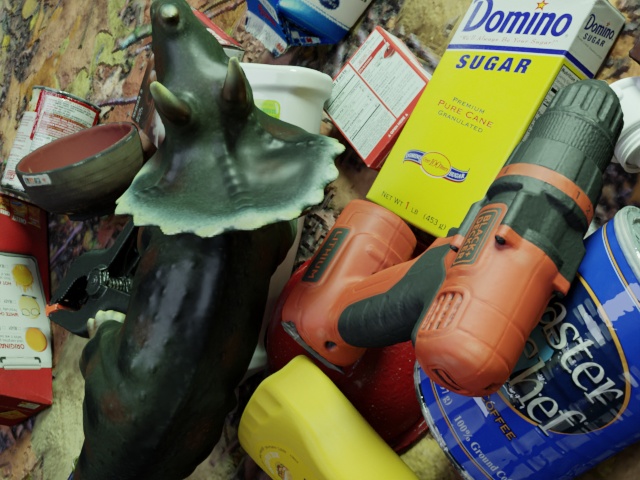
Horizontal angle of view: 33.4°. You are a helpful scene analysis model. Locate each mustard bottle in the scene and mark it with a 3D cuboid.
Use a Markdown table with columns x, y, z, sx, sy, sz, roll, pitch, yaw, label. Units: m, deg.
| x | y | z | sx | sy | sz | roll | pitch | yaw | label |
| --- | --- | --- | --- | --- | --- | --- | --- | --- | --- |
| 0.033 | 0.160 | 0.618 | 0.192 | 0.058 | 0.096 | 45 | 147 | 19 | mustard bottle |

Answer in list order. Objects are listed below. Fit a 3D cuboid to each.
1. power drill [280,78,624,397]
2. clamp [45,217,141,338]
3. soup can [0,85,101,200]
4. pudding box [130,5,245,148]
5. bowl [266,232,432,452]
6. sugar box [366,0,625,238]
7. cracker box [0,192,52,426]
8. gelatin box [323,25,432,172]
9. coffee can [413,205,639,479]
| x | y | z | sx | sy | sz | roll | pitch | yaw | label |
| --- | --- | --- | --- | --- | --- | --- | --- | --- | --- |
| 0.067 | 0.001 | 0.578 | 0.184 | 0.057 | 0.188 | -57 | 19 | -25 | power drill |
| -0.174 | 0.044 | 0.906 | 0.172 | 0.039 | 0.120 | -37 | 46 | 35 | clamp |
| -0.257 | -0.088 | 1.016 | 0.069 | 0.068 | 0.102 | 10 | 81 | 45 | soup can |
| -0.113 | -0.131 | 0.900 | 0.090 | 0.039 | 0.114 | 46 | 125 | 44 | pudding box |
| 0.016 | 0.062 | 0.707 | 0.162 | 0.055 | 0.162 | -18 | 62 | 38 | bowl |
| 0.109 | -0.083 | 0.684 | 0.093 | 0.048 | 0.176 | 31 | 97 | 45 | sugar box |
| -0.331 | 0.048 | 0.963 | 0.072 | 0.163 | 0.214 | -32 | 54 | 32 | cracker box |
| 0.046 | -0.100 | 0.763 | 0.073 | 0.030 | 0.089 | -50 | 46 | 18 | gelatin box |
| 0.134 | 0.063 | 0.560 | 0.140 | 0.102 | 0.103 | -39 | 50 | 26 | coffee can |
